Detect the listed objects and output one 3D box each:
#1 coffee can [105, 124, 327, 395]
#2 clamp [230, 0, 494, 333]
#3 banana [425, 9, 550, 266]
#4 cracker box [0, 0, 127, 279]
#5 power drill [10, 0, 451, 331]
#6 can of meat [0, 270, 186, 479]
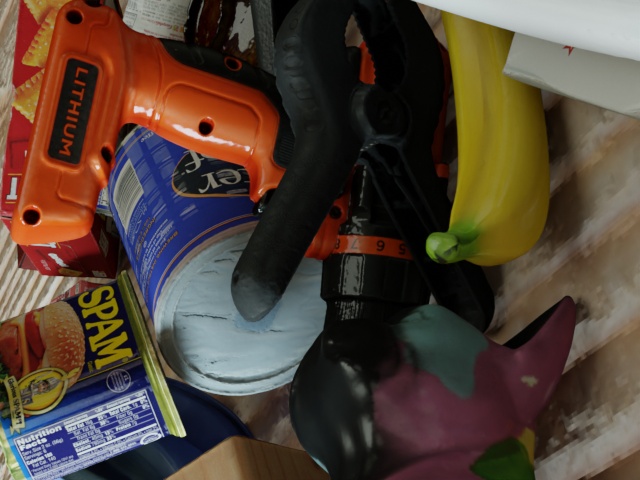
[{"bbox_3d":[-0.054,0.001,0.580,0.103,0.102,0.140,-66,31,23],"label":"coffee can"},{"bbox_3d":[0.026,-0.039,0.440,0.039,0.120,0.171,-13,65,50],"label":"clamp"},{"bbox_3d":[0.066,-0.066,0.427,0.037,0.069,0.198,-12,57,21],"label":"banana"},{"bbox_3d":[-0.196,-0.093,0.837,0.164,0.072,0.213,100,172,-73],"label":"cracker box"},{"bbox_3d":[-0.035,-0.019,0.469,0.057,0.187,0.184,154,126,-69],"label":"power drill"},{"bbox_3d":[-0.124,0.070,0.547,0.102,0.084,0.057,-124,16,-54],"label":"can of meat"}]
